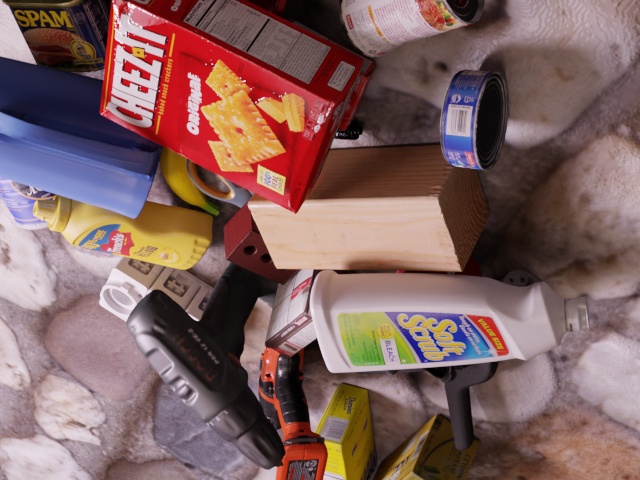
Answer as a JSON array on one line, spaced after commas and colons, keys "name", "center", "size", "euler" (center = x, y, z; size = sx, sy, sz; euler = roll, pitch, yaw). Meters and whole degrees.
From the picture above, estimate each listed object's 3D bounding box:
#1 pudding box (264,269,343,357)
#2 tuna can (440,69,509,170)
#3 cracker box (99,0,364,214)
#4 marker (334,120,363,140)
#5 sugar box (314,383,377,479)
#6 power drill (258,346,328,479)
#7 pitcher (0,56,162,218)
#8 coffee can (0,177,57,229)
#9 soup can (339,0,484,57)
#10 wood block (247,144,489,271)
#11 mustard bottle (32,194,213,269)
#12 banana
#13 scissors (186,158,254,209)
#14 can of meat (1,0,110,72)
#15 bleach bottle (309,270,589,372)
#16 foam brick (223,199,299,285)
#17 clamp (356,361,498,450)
[{"name": "pudding box", "center": [-0.015, 0.058, 1.154], "size": [0.039, 0.113, 0.090], "euler": [28, 140, -18]}, {"name": "tuna can", "center": [0.134, -0.105, 0.924], "size": [0.034, 0.086, 0.086], "euler": [9, 135, 26]}, {"name": "cracker box", "center": [-0.086, -0.135, 0.957], "size": [0.213, 0.072, 0.164], "euler": [26, 144, 2]}, {"name": "marker", "center": [-0.013, -0.108, 1.061], "size": [0.121, 0.020, 0.020], "euler": [1, 131, 31]}, {"name": "sugar box", "center": [0.035, 0.275, 1.359], "size": [0.048, 0.093, 0.176], "euler": [10, 136, 23]}, {"name": "power drill", "center": [-0.040, 0.218, 1.282], "size": [0.057, 0.188, 0.184], "euler": [-4, 133, -12]}, {"name": "pitcher", "center": [-0.277, -0.112, 1.057], "size": [0.242, 0.145, 0.149], "euler": [14, 143, -19]}, {"name": "coffee can", "center": [-0.330, -0.097, 1.200], "size": [0.103, 0.102, 0.140], "euler": [1, 131, 31]}, {"name": "soup can", "center": [0.074, -0.197, 0.882], "size": [0.102, 0.068, 0.068], "euler": [-13, 123, 40]}, {"name": "wood block", "center": [0.047, -0.031, 1.046], "size": [0.206, 0.090, 0.090], "euler": [0, 130, 32]}, {"name": "mustard bottle", "center": [-0.223, -0.016, 1.185], "size": [0.191, 0.058, 0.096], "euler": [13, 154, -28]}, {"name": "banana", "center": [-0.137, -0.103, 1.132], "size": [0.069, 0.037, 0.198], "euler": [2, 140, -6]}, {"name": "scissors", "center": [-0.057, -0.043, 1.151], "size": [0.096, 0.016, 0.201], "euler": [-34, 125, 26]}, {"name": "can of meat", "center": [-0.256, -0.218, 1.071], "size": [0.102, 0.057, 0.084], "euler": [7, 137, 26]}, {"name": "bleach bottle", "center": [0.123, 0.070, 1.006], "size": [0.251, 0.068, 0.102], "euler": [-5, 122, 16]}, {"name": "foam brick", "center": [-0.058, 0.001, 1.144], "size": [0.078, 0.051, 0.053], "euler": [25, 129, -27]}, {"name": "clamp", "center": [0.147, 0.147, 1.199], "size": [0.164, 0.036, 0.210], "euler": [41, 137, 1]}]
